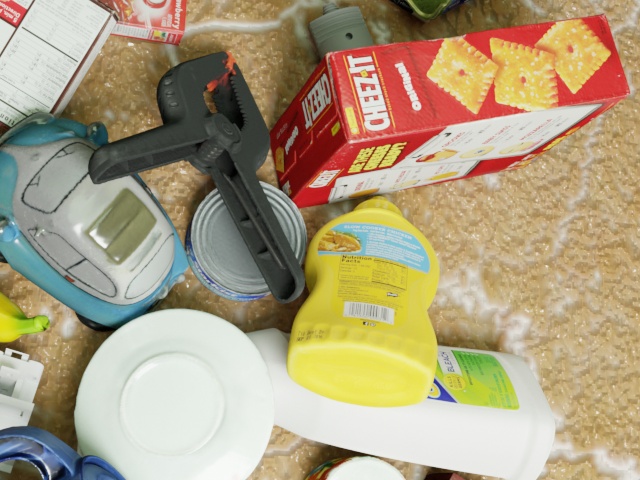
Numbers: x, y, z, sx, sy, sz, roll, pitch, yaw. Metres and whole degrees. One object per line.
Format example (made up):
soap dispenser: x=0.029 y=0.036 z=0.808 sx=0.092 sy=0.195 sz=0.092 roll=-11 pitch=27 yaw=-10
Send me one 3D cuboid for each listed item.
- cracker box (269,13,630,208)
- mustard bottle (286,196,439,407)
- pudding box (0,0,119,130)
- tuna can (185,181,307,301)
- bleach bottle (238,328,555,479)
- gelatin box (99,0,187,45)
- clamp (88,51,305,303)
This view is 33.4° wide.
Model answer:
cracker box: x=0.085 y=-0.091 z=0.775 sx=0.213 sy=0.164 sz=0.072 roll=-10 pitch=79 yaw=-19
mustard bottle: x=0.035 y=0.030 z=0.752 sx=0.096 sy=0.058 sz=0.191 roll=8 pitch=38 yaw=1
pudding box: x=-0.209 y=-0.136 z=0.750 sx=0.090 sy=0.039 sz=0.113 roll=32 pitch=91 yaw=-8
tuna can: x=-0.055 y=0.001 z=0.781 sx=0.086 sy=0.034 sz=0.086 roll=4 pitch=76 yaw=-16
bleach bottle: x=0.030 y=0.111 z=0.749 sx=0.250 sy=0.102 sz=0.068 roll=9 pitch=119 yaw=-13
gelatin box: x=-0.137 y=-0.197 z=0.804 sx=0.073 sy=0.030 sz=0.089 roll=7 pitch=76 yaw=-15
clamp: x=-0.068 y=-0.058 z=0.736 sx=0.164 sy=0.036 sz=0.210 roll=39 pitch=31 yaw=-22
